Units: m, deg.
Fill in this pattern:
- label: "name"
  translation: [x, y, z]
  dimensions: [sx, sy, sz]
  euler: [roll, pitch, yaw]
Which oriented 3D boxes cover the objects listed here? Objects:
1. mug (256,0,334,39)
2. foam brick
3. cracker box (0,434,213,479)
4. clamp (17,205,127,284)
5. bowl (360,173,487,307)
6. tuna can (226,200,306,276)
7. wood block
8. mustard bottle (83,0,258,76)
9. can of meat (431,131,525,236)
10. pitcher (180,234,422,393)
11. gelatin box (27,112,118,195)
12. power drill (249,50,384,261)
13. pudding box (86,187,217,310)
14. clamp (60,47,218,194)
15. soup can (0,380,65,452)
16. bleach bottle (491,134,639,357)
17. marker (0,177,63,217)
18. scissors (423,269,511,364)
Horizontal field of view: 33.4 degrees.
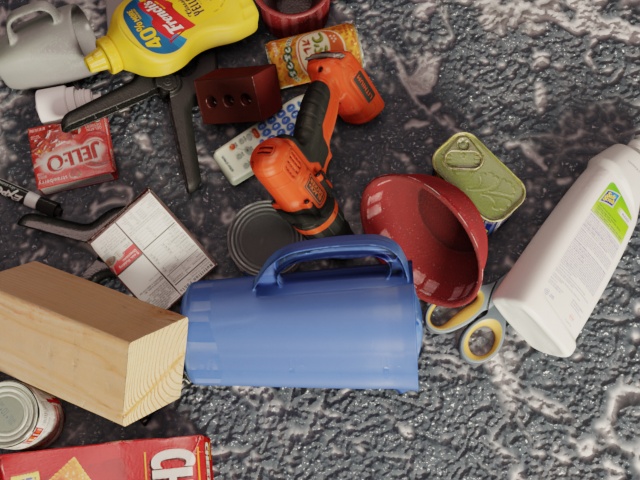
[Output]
- label: "mug"
  translation: [-0.019, -0.280, 1.204]
  dimensions: [0.117, 0.081, 0.093]
  euler: [-16, 77, -2]
- label: "foam brick"
  translation: [-0.089, -0.160, 1.172]
  dimensions: [0.078, 0.051, 0.053]
  euler: [0, 113, 28]
- label: "cracker box"
  translation: [-0.215, 0.289, 1.081]
  dimensions: [0.213, 0.072, 0.164]
  euler: [-6, 77, 0]
- label: "clamp"
  translation: [-0.242, 0.001, 1.163]
  dimensions: [0.171, 0.039, 0.120]
  euler: [-26, 97, -7]
- label: "bowl"
  translation: [0.118, -0.011, 1.112]
  dimensions: [0.055, 0.162, 0.162]
  euler: [-37, 77, -32]
- label: "tuna can"
  translation: [-0.058, 0.001, 1.163]
  dimensions: [0.086, 0.034, 0.086]
  euler: [0, 77, 2]
- label: "wood block"
  translation: [-0.244, 0.098, 1.065]
  dimensions: [0.206, 0.090, 0.090]
  euler: [17, 110, 27]
- label: "mustard bottle"
  translation: [-0.170, -0.232, 1.167]
  dimensions: [0.191, 0.058, 0.096]
  euler: [-30, 76, -16]
- label: "can of meat"
  translation: [0.165, -0.057, 1.144]
  dimensions: [0.057, 0.084, 0.102]
  euler: [-43, 79, -8]
- label: "pitcher"
  translation: [-0.017, 0.082, 1.091]
  dimensions: [0.243, 0.145, 0.149]
  euler: [-2, 77, 4]
- label: "gelatin box"
  translation: [-0.277, -0.097, 1.196]
  dimensions: [0.089, 0.030, 0.073]
  euler: [-13, 77, -1]
- label: "power drill"
  translation: [0.010, -0.093, 1.137]
  dimensions: [0.057, 0.184, 0.187]
  euler: [0, 56, 32]
- label: "pudding box"
  translation: [-0.178, 0.014, 1.134]
  dimensions: [0.090, 0.039, 0.113]
  euler: [-42, 102, -5]
- label: "clamp"
  translation: [-0.167, -0.163, 1.199]
  dimensions: [0.164, 0.036, 0.210]
  euler: [33, 71, -4]
- label: "soup can"
  translation: [-0.307, 0.181, 1.094]
  dimensions: [0.068, 0.102, 0.068]
  euler: [0, 77, 1]
- label: "bleach bottle"
  translation: [0.287, -0.005, 1.133]
  dimensions: [0.102, 0.068, 0.250]
  euler: [46, 72, -26]
- label: "marker"
  translation: [-0.344, -0.054, 1.194]
  dimensions: [0.121, 0.020, 0.020]
  euler: [23, 78, 7]
- label: "scissors"
  translation: [0.210, 0.062, 1.150]
  dimensions: [0.201, 0.016, 0.096]
  euler: [-24, 79, -4]
